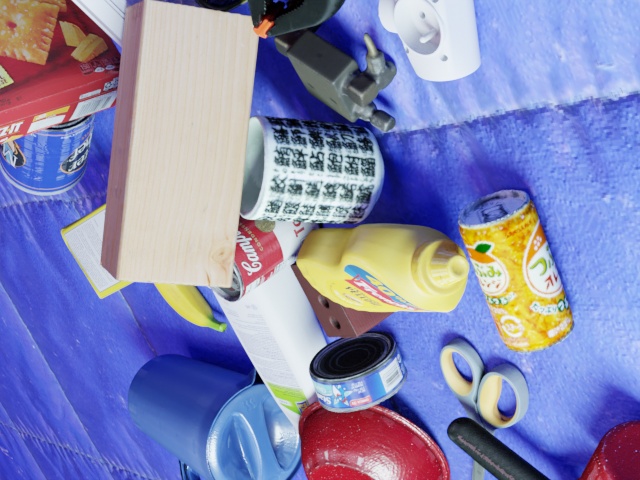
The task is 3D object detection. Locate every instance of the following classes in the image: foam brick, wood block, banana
[{"bbox_3d":[0.020,0.041,0.944,0.053,0.051,0.078,-9,113,58],"label":"foam brick"},{"bbox_3d":[-0.111,-0.074,0.830,0.090,0.090,0.206,-160,76,-69],"label":"wood block"},{"bbox_3d":[-0.174,0.023,1.225,0.070,0.037,0.198,-25,100,41],"label":"banana"}]

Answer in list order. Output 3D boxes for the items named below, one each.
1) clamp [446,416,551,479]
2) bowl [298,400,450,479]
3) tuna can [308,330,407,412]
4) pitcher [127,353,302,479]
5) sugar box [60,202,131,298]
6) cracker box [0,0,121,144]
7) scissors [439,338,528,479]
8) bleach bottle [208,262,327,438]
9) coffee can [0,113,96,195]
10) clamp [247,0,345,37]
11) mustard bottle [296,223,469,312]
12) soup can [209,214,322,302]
[{"bbox_3d":[0.204,0.234,0.866,0.210,0.036,0.164,19,145,50],"label":"clamp"},{"bbox_3d":[0.042,0.227,1.038,0.162,0.055,0.162,17,136,17],"label":"bowl"},{"bbox_3d":[0.033,0.117,0.967,0.086,0.086,0.034,9,125,52],"label":"tuna can"},{"bbox_3d":[-0.132,0.218,1.254,0.243,0.149,0.145,10,139,55],"label":"pitcher"},{"bbox_3d":[-0.202,-0.008,1.170,0.177,0.048,0.093,-25,99,37],"label":"sugar box"},{"bbox_3d":[-0.292,-0.198,0.945,0.214,0.163,0.072,59,145,9],"label":"cracker box"},{"bbox_3d":[0.129,0.156,0.937,0.096,0.016,0.202,45,148,21],"label":"scissors"},{"bbox_3d":[-0.030,0.126,1.090,0.103,0.068,0.251,9,129,50],"label":"bleach bottle"},{"bbox_3d":[-0.306,-0.128,1.193,0.103,0.102,0.140,49,149,10],"label":"coffee can"},{"bbox_3d":[0.002,-0.195,0.721,0.120,0.039,0.172,33,145,6],"label":"clamp"},{"bbox_3d":[0.058,0.022,0.821,0.096,0.058,0.192,31,166,-19],"label":"mustard bottle"},{"bbox_3d":[-0.056,0.001,0.964,0.069,0.102,0.068,36,145,31],"label":"soup can"}]
